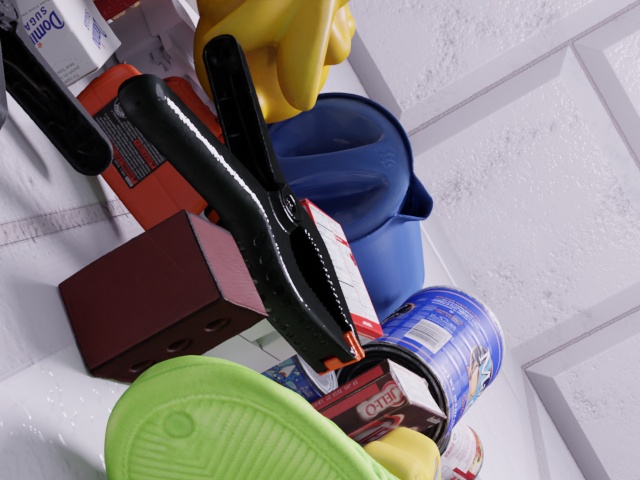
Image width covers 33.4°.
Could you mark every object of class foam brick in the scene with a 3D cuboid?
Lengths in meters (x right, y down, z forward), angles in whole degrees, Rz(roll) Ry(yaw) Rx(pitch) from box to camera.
[{"bbox_3d":[-0.077,0.029,0.519,0.051,0.078,0.053,65,14,20],"label":"foam brick"}]

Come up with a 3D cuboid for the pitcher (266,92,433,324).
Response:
[{"bbox_3d":[0.015,-0.014,0.910,0.242,0.145,0.149,66,-1,-65],"label":"pitcher"}]

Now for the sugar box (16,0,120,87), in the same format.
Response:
[{"bbox_3d":[-0.188,-0.173,0.624,0.176,0.048,0.093,61,8,-17],"label":"sugar box"}]

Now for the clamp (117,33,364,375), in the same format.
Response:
[{"bbox_3d":[-0.033,-0.022,0.611,0.210,0.036,0.164,60,19,-18],"label":"clamp"}]

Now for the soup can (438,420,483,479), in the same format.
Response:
[{"bbox_3d":[0.102,0.186,0.975,0.102,0.068,0.068,43,20,-56],"label":"soup can"}]

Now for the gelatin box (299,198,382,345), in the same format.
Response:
[{"bbox_3d":[0.004,0.024,0.695,0.089,0.030,0.073,69,13,17],"label":"gelatin box"}]

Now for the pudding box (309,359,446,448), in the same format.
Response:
[{"bbox_3d":[0.030,0.124,0.733,0.039,0.090,0.113,64,11,19],"label":"pudding box"}]

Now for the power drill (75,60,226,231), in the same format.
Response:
[{"bbox_3d":[-0.080,-0.039,0.704,0.184,0.057,0.187,51,7,8],"label":"power drill"}]

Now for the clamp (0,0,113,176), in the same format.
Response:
[{"bbox_3d":[-0.173,-0.106,0.532,0.171,0.039,0.120,55,6,4],"label":"clamp"}]

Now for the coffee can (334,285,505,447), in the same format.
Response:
[{"bbox_3d":[0.081,0.106,0.869,0.103,0.103,0.140,60,32,-1],"label":"coffee can"}]
